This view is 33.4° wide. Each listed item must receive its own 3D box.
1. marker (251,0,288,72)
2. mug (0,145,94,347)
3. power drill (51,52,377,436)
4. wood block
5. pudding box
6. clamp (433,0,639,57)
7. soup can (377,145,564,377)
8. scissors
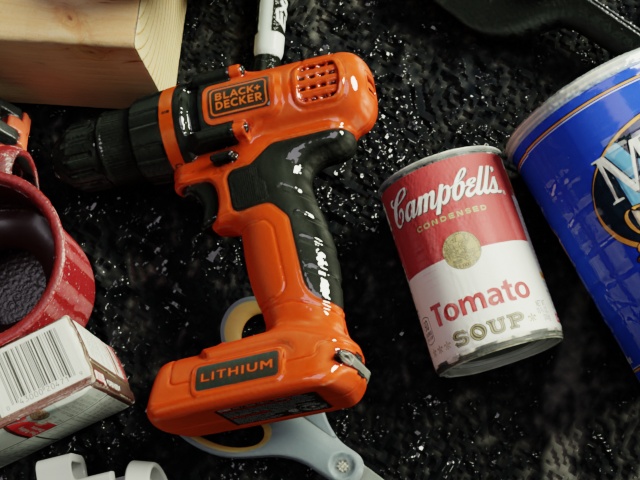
[{"bbox_3d":[-0.028,-0.135,0.621,0.020,0.020,0.121,3,74,5],"label":"marker"},{"bbox_3d":[-0.166,0.009,0.557,0.093,0.081,0.117,0,74,4],"label":"mug"},{"bbox_3d":[-0.054,0.001,0.548,0.185,0.057,0.187,-13,68,15],"label":"power drill"},{"bbox_3d":[-0.187,-0.135,0.596,0.206,0.091,0.090,4,74,6],"label":"wood block"},{"bbox_3d":[-0.157,0.085,0.530,0.113,0.090,0.039,-24,76,-4],"label":"pudding box"},{"bbox_3d":[0.132,-0.139,0.586,0.172,0.039,0.120,-3,96,24],"label":"clamp"},{"bbox_3d":[0.076,0.012,0.545,0.068,0.068,0.102,-16,74,-1],"label":"soup can"},{"bbox_3d":[0.012,0.096,0.552,0.202,0.016,0.096,20,76,10],"label":"scissors"}]
